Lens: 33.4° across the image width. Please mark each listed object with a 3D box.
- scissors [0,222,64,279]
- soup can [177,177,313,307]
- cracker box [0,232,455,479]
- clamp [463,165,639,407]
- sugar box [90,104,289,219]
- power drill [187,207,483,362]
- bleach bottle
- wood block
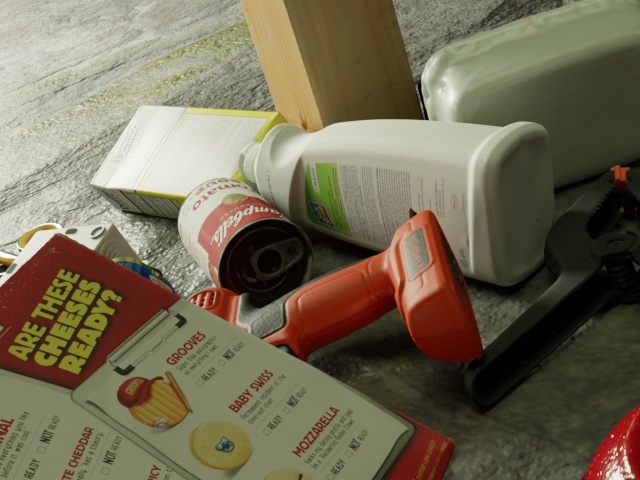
[{"bbox_3d":[-0.206,0.017,0.866,0.202,0.016,0.096,3,35,35],"label":"scissors"},{"bbox_3d":[-0.055,0.001,0.749,0.068,0.068,0.102,-26,28,-13],"label":"soup can"},{"bbox_3d":[-0.069,0.109,0.454,0.214,0.072,0.164,26,40,7],"label":"cracker box"},{"bbox_3d":[0.164,0.021,0.615,0.165,0.036,0.210,-13,28,16],"label":"clamp"},{"bbox_3d":[-0.106,-0.064,0.894,0.177,0.048,0.093,9,62,44],"label":"sugar box"},{"bbox_3d":[-0.007,0.062,0.599,0.188,0.057,0.184,-21,28,11],"label":"power drill"},{"bbox_3d":[0.036,-0.043,0.730,0.251,0.102,0.067,16,35,42],"label":"bleach bottle"},{"bbox_3d":[0.005,-0.157,0.847,0.090,0.206,0.091,-29,29,-19],"label":"wood block"}]
